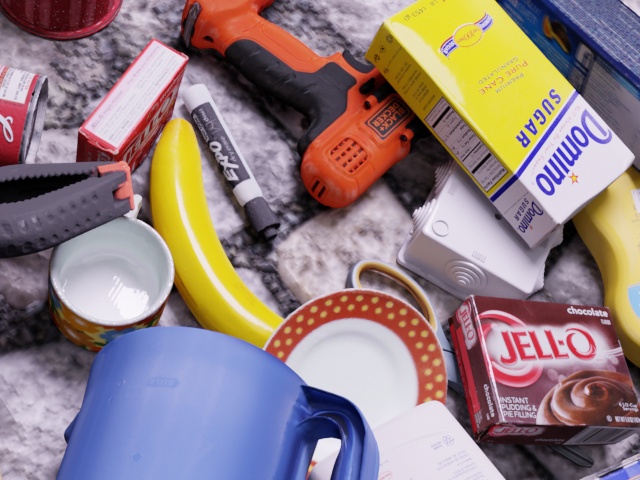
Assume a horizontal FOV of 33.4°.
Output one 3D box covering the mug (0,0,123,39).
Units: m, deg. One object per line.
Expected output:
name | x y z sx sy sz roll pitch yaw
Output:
mug | -0.188 -0.198 0.723 0.117 0.082 0.093 -1 65 -16

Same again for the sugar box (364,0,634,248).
sugar box | 0.121 -0.090 0.719 0.093 0.048 0.176 -36 79 -30

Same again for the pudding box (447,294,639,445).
pudding box | 0.145 0.085 0.690 0.113 0.039 0.090 7 55 -24

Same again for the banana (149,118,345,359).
banana | -0.066 0.011 0.684 0.069 0.037 0.198 -26 74 -34

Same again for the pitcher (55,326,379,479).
pitcher | -0.072 0.169 0.509 0.145 0.149 0.242 25 45 -12

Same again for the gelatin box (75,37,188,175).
gelatin box | -0.123 -0.075 0.686 0.030 0.073 0.089 31 60 -1

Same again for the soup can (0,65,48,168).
soup can | -0.227 -0.081 0.663 0.102 0.069 0.068 12 62 -9

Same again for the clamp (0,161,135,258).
clamp | -0.206 -0.006 0.590 0.209 0.036 0.165 -10 26 -13

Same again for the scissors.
scissors | 0.079 0.098 0.693 0.096 0.016 0.202 -37 79 -26

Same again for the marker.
marker | -0.060 -0.053 0.724 0.020 0.020 0.121 -22 72 -24

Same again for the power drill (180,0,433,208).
power drill | 0.009 -0.136 0.762 0.188 0.057 0.184 42 61 7
